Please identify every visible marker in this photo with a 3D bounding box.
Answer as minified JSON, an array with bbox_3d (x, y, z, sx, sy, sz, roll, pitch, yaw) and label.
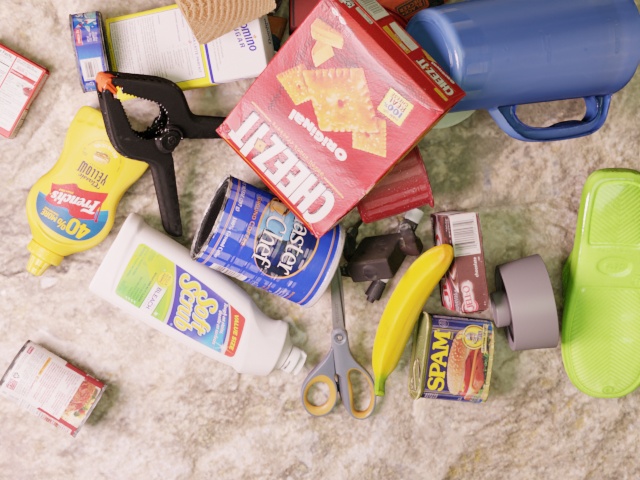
[{"bbox_3d":[0.084,0.017,1.232,0.020,0.020,0.121,27,91,-6],"label":"marker"}]

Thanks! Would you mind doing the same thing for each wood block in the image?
[{"bbox_3d":[-0.134,-0.314,1.105,0.091,0.090,0.206,-27,58,-3],"label":"wood block"}]

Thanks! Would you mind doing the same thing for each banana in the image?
[{"bbox_3d":[0.101,0.079,1.201,0.037,0.070,0.198,11,114,-24],"label":"banana"}]

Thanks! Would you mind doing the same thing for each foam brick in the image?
[{"bbox_3d":[-0.008,-0.255,1.179,0.053,0.078,0.051,-1,94,-3],"label":"foam brick"}]

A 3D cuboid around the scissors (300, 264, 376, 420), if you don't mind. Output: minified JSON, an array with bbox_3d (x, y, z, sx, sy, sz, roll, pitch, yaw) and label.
[{"bbox_3d":[0.005,0.121,1.211,0.096,0.016,0.202,-19,109,4],"label":"scissors"}]

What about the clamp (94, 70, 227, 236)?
[{"bbox_3d":[-0.157,-0.119,1.149,0.164,0.036,0.209,-45,132,-6],"label":"clamp"}]

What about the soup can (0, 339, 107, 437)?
[{"bbox_3d":[-0.297,0.164,1.182,0.102,0.068,0.068,32,90,-6],"label":"soup can"}]

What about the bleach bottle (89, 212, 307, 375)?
[{"bbox_3d":[-0.126,0.073,1.195,0.250,0.068,0.102,29,97,-8],"label":"bleach bottle"}]

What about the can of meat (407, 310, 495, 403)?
[{"bbox_3d":[0.151,0.135,1.227,0.084,0.057,0.102,6,93,-8],"label":"can of meat"}]

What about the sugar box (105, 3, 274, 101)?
[{"bbox_3d":[-0.141,-0.211,1.160,0.176,0.048,0.093,-8,95,13],"label":"sugar box"}]

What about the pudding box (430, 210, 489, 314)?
[{"bbox_3d":[0.156,0.023,1.203,0.039,0.090,0.113,-6,93,-8],"label":"pudding box"}]

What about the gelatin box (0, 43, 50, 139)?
[{"bbox_3d":[-0.352,-0.167,1.177,0.073,0.030,0.089,29,90,-5],"label":"gelatin box"}]

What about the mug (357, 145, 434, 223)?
[{"bbox_3d":[0.071,-0.078,1.197,0.081,0.093,0.117,-18,64,1],"label":"mug"}]

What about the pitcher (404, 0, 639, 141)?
[{"bbox_3d":[0.212,-0.193,1.135,0.242,0.145,0.149,-13,55,-27],"label":"pitcher"}]

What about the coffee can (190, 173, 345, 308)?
[{"bbox_3d":[-0.058,0.001,1.167,0.140,0.103,0.103,24,91,-15],"label":"coffee can"}]

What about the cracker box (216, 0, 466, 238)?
[{"bbox_3d":[0.015,-0.129,1.083,0.164,0.072,0.214,47,126,3],"label":"cracker box"}]

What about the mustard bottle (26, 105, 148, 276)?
[{"bbox_3d":[-0.268,-0.046,1.177,0.096,0.058,0.191,31,91,-13],"label":"mustard bottle"}]

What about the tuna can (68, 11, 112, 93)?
[{"bbox_3d":[-0.248,-0.204,1.156,0.033,0.086,0.086,-9,94,-7],"label":"tuna can"}]
